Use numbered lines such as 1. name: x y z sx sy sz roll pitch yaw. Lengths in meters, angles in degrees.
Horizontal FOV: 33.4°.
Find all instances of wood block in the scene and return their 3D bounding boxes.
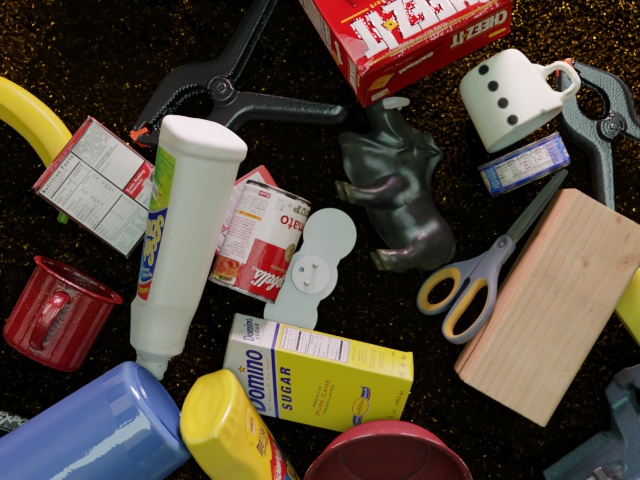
1. wood block: 0.220 0.061 1.023 0.090 0.091 0.206 30 93 1

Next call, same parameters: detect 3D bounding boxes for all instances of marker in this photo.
1. marker: -0.303 0.177 1.042 0.121 0.020 0.020 17 86 -1

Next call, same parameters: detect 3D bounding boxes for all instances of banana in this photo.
1. banana: -0.295 -0.110 1.047 0.069 0.037 0.198 -42 90 -5

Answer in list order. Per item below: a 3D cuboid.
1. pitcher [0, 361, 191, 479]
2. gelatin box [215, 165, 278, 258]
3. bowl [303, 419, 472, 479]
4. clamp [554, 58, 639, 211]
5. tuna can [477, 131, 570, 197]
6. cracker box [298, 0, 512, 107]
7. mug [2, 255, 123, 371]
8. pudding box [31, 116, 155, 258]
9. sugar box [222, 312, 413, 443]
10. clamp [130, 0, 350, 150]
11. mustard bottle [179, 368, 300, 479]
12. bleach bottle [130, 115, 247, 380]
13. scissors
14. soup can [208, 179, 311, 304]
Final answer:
1. pitcher: -0.237 0.226 0.983 0.243 0.149 0.145 -34 79 1
2. gelatin box: -0.074 -0.020 1.057 0.089 0.030 0.073 -33 90 -3
3. bowl: 0.062 0.222 1.016 0.162 0.055 0.162 1 125 1
4. clamp: 0.285 -0.102 1.073 0.120 0.039 0.171 -44 90 -7
5. tuna can: 0.199 -0.074 1.043 0.086 0.086 0.034 -24 90 -4
6. cracker box: 0.060 -0.260 1.026 0.164 0.072 0.214 -28 70 -4
7. mug: -0.247 0.072 1.004 0.093 0.117 0.081 29 91 -5
8. pudding box: -0.206 -0.051 1.030 0.113 0.039 0.090 39 87 -21
9. sugar box: -0.006 0.133 1.022 0.176 0.048 0.093 11 128 -3
10. clamp: -0.093 -0.156 1.053 0.210 0.036 0.164 -21 75 5
11. mustard bottle: -0.062 0.218 1.004 0.058 0.096 0.191 -21 120 14
12. bleach bottle: -0.134 0.016 0.999 0.068 0.103 0.251 7 107 -25
13. scissors: 0.162 0.009 1.051 0.016 0.096 0.201 41 72 -41
14. soup can: -0.057 0.001 1.007 0.068 0.068 0.102 21 87 -1
